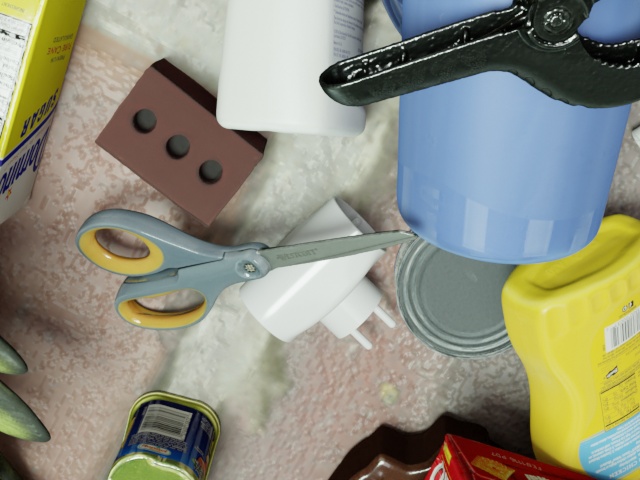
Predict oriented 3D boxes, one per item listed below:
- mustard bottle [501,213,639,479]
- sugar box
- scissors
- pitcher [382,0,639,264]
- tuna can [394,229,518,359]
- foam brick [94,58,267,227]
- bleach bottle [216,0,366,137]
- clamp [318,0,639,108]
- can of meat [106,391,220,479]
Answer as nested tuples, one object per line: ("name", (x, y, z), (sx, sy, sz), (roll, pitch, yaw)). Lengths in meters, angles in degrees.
("mustard bottle", (0.160, 0.087, 0.600), (0.096, 0.058, 0.191), (-30, 122, -23))
("sugar box", (-0.158, -0.096, 0.555), (0.048, 0.093, 0.176), (17, 105, -3))
("scissors", (-0.054, 0.001, 0.562), (0.202, 0.016, 0.096), (-25, 121, 40))
("pitcher", (0.092, -0.120, 0.519), (0.145, 0.149, 0.243), (4, 118, 2))
("tuna can", (0.085, 0.023, 0.611), (0.086, 0.033, 0.086), (0, 104, 1))
("foam brick", (-0.075, -0.055, 0.585), (0.078, 0.051, 0.053), (37, 102, -8))
("bleach bottle", (-0.006, -0.180, 0.538), (0.068, 0.102, 0.251), (6, 96, 13))
("clamp", (0.088, -0.104, 0.424), (0.171, 0.039, 0.120), (2, 131, -3))
("can of meat", (-0.099, 0.152, 0.622), (0.057, 0.084, 0.102), (16, 104, -3))
